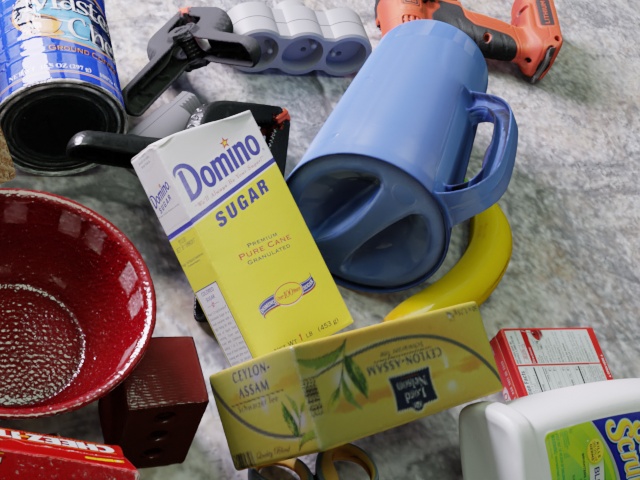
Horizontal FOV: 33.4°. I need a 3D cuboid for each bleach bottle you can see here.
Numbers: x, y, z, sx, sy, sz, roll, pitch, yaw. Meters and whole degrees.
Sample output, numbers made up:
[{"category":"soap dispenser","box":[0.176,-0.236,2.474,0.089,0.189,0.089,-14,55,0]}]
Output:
[{"category":"bleach bottle","box":[0.219,0.139,0.772,0.250,0.068,0.102,-11,98,-30]}]

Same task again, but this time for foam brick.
[{"category":"foam brick","box":[-0.108,0.104,0.683,0.052,0.078,0.051,-2,51,-23]}]

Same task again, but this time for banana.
[{"category":"banana","box":[0.114,0.022,0.871,0.070,0.037,0.197,16,43,17]}]

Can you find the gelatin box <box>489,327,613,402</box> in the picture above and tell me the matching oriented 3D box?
[{"category":"gelatin box","box":[0.181,0.105,0.827,0.089,0.030,0.073,1,53,-21]}]

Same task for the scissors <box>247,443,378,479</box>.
[{"category":"scissors","box":[-0.004,0.171,0.645,0.096,0.016,0.201,6,16,3]}]

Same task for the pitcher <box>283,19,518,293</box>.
[{"category":"pitcher","box":[0.074,-0.082,0.874,0.149,0.145,0.242,26,44,0]}]

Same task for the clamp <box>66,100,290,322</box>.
[{"category":"clamp","box":[-0.080,-0.042,0.828,0.209,0.036,0.164,-36,96,-48]}]

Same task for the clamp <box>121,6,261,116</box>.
[{"category":"clamp","box":[-0.101,-0.164,0.899,0.120,0.039,0.171,-13,33,10]}]

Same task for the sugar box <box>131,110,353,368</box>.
[{"category":"sugar box","box":[-0.055,0.001,0.768,0.093,0.048,0.176,-25,90,-39]}]

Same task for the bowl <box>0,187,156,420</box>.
[{"category":"bowl","box":[-0.182,0.047,0.634,0.162,0.055,0.162,11,49,-13]}]

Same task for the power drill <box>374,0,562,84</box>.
[{"category":"power drill","box":[0.144,-0.237,1.089,0.187,0.057,0.184,7,53,-12]}]

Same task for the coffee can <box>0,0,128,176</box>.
[{"category":"coffee can","box":[-0.211,-0.136,0.831,0.102,0.103,0.140,-1,52,-22]}]
